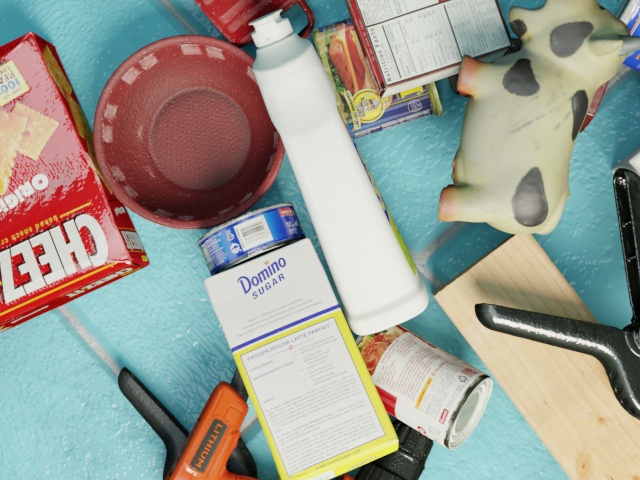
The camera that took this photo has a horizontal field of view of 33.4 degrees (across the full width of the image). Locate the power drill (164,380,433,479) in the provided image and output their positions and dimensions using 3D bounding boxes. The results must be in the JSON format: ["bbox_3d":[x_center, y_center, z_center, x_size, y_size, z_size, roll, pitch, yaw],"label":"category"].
[{"bbox_3d":[-0.017,0.190,0.857,0.187,0.057,0.184,30,72,-3],"label":"power drill"}]

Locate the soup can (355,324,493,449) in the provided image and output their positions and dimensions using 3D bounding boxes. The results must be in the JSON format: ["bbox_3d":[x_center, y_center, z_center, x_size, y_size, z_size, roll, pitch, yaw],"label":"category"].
[{"bbox_3d":[0.078,0.113,0.855,0.102,0.068,0.068,28,90,26],"label":"soup can"}]

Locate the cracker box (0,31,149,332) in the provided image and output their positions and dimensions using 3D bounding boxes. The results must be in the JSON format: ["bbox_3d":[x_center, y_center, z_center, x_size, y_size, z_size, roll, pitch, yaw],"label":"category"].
[{"bbox_3d":[-0.266,-0.044,0.906,0.164,0.072,0.214,-24,86,4],"label":"cracker box"}]

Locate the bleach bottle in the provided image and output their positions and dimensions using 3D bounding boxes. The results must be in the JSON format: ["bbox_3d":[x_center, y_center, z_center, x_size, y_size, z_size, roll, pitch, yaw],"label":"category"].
[{"bbox_3d":[0.007,-0.057,0.835,0.068,0.102,0.251,-23,105,5],"label":"bleach bottle"}]

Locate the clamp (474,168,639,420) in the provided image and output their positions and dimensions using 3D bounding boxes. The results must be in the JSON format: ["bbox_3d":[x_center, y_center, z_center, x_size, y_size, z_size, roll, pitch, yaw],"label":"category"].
[{"bbox_3d":[0.241,0.060,0.790,0.210,0.036,0.164,40,81,2],"label":"clamp"}]

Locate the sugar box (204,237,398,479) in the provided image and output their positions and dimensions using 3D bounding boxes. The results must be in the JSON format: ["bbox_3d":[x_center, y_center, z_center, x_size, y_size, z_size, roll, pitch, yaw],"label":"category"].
[{"bbox_3d":[-0.016,0.095,0.825,0.093,0.048,0.176,-21,67,-4],"label":"sugar box"}]

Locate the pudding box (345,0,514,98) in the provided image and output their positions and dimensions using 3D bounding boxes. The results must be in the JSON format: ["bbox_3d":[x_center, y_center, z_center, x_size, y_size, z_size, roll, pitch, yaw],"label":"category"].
[{"bbox_3d":[0.085,-0.173,0.841,0.113,0.039,0.090,-18,87,-5],"label":"pudding box"}]

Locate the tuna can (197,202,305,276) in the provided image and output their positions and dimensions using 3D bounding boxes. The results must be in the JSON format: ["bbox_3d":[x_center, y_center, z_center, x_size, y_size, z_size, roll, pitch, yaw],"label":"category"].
[{"bbox_3d":[-0.056,0.001,0.878,0.086,0.086,0.034,-23,83,3],"label":"tuna can"}]

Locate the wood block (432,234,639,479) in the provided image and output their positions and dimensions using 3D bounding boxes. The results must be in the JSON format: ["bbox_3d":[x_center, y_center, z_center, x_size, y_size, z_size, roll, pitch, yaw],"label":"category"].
[{"bbox_3d":[0.186,0.099,0.851,0.090,0.091,0.206,-37,85,2],"label":"wood block"}]

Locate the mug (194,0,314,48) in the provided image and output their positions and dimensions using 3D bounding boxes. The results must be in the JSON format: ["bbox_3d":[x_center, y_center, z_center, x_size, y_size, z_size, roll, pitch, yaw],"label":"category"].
[{"bbox_3d":[-0.056,-0.207,0.893,0.081,0.093,0.117,-40,105,6],"label":"mug"}]

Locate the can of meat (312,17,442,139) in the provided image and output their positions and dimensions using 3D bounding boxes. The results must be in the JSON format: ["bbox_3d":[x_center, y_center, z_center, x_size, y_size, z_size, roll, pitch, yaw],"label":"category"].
[{"bbox_3d":[0.047,-0.142,0.892,0.084,0.057,0.102,-17,86,6],"label":"can of meat"}]

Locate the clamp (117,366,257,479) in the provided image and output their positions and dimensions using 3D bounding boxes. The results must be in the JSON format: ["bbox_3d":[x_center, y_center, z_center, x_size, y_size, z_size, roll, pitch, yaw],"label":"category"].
[{"bbox_3d":[-0.108,0.173,0.898,0.120,0.039,0.171,-4,83,5],"label":"clamp"}]

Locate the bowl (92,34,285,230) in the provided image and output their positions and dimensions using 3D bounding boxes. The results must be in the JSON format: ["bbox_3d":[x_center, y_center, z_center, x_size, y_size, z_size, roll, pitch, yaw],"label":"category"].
[{"bbox_3d":[-0.106,-0.089,0.901,0.162,0.055,0.162,0,89,3],"label":"bowl"}]
